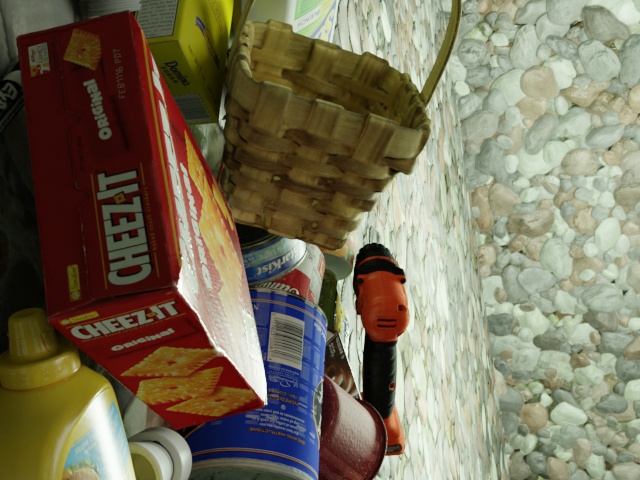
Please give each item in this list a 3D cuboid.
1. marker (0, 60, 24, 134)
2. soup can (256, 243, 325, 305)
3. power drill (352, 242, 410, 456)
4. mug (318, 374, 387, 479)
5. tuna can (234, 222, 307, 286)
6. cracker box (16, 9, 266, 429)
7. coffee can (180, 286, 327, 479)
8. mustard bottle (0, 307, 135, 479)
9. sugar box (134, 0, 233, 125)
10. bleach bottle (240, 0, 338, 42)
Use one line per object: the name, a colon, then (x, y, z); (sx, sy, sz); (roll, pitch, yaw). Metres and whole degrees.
marker: (-0.169, -0.068, 0.558); (0.121, 0.020, 0.020); (-75, 155, -54)
soup can: (-0.035, 0.048, 0.940); (0.102, 0.068, 0.068); (-77, 157, -52)
power drill: (0.056, 0.109, 1.086); (0.184, 0.057, 0.188); (-88, 178, -71)
mug: (-0.011, 0.164, 0.859); (0.117, 0.093, 0.081); (-55, 139, -11)
tuna can: (-0.056, 0.001, 0.841); (0.086, 0.086, 0.034); (-71, 151, -58)
cracker box: (-0.094, 0.000, 0.608); (0.213, 0.072, 0.164); (71, 4, -65)
coffee can: (-0.049, 0.119, 0.786); (0.102, 0.103, 0.140); (64, 25, -54)
mustard bottle: (-0.130, 0.127, 0.554); (0.096, 0.058, 0.191); (-53, 135, -68)
sugar box: (-0.100, -0.183, 0.816); (0.093, 0.048, 0.176); (67, 24, -55)
bleach bottle: (-0.026, -0.175, 0.970); (0.102, 0.068, 0.251); (-45, 155, -32)
